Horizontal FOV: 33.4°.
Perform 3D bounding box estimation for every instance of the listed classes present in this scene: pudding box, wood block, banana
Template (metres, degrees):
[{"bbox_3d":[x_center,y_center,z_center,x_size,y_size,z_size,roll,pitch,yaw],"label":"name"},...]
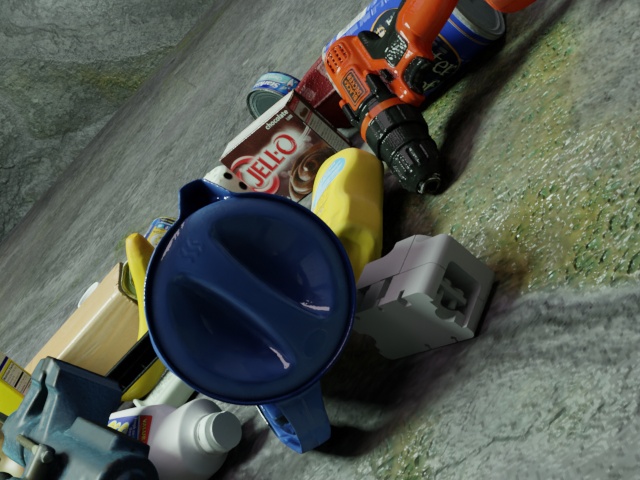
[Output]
[{"bbox_3d":[-0.036,-0.091,1.105,0.114,0.090,0.039,-37,22,35],"label":"pudding box"},{"bbox_3d":[-0.254,0.137,1.179,0.206,0.090,0.091,-47,20,10],"label":"wood block"},{"bbox_3d":[-0.179,0.088,1.078,0.037,0.069,0.198,-128,50,-60],"label":"banana"}]

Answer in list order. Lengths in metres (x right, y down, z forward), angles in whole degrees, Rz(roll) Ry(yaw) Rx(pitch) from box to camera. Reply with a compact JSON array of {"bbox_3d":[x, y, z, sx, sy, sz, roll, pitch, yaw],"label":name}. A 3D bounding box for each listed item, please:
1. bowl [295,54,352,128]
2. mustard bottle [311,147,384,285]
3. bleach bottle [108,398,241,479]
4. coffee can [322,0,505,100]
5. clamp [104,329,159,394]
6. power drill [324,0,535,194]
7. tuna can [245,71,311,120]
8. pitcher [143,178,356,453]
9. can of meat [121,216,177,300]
[{"bbox_3d":[0.033,-0.174,1.160,0.162,0.055,0.162,-44,20,20],"label":"bowl"},{"bbox_3d":[0.020,-0.023,0.893,0.191,0.058,0.096,-82,15,-58],"label":"mustard bottle"},{"bbox_3d":[-0.147,0.178,0.897,0.251,0.068,0.102,-28,35,45],"label":"bleach bottle"},{"bbox_3d":[0.085,-0.187,0.991,0.141,0.102,0.102,-38,22,32],"label":"coffee can"},{"bbox_3d":[-0.138,0.078,1.007,0.165,0.036,0.209,-33,17,39],"label":"clamp"},{"bbox_3d":[0.091,-0.153,0.866,0.188,0.057,0.184,-50,49,25],"label":"power drill"},{"bbox_3d":[-0.043,-0.158,1.257,0.086,0.086,0.033,-19,34,57],"label":"tuna can"},{"bbox_3d":[-0.061,0.060,0.767,0.243,0.145,0.149,143,144,-76],"label":"pitcher"},{"bbox_3d":[-0.146,0.026,1.124,0.084,0.102,0.057,-69,-5,-50],"label":"can of meat"}]
